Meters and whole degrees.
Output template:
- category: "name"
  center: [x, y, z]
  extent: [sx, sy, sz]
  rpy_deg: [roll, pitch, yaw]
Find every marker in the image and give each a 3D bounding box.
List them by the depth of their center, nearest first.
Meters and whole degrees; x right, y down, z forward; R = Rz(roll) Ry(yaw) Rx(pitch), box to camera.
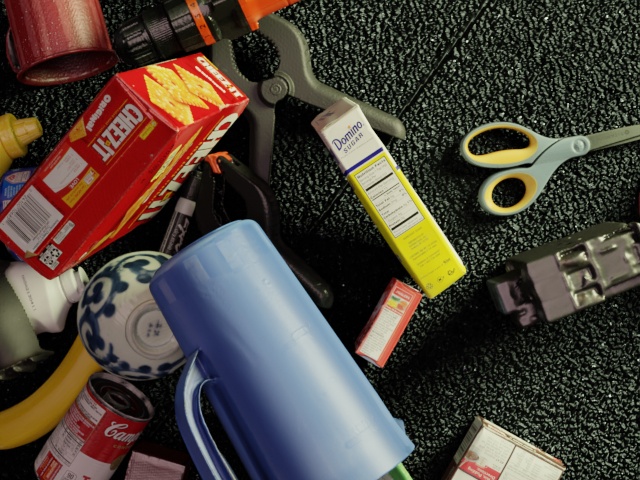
- category: "marker"
  center: [-0.135, -0.008, 0.996]
  extent: [0.020, 0.020, 0.121]
  rpy_deg: [21, 92, 1]

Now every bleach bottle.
- category: "bleach bottle"
  center: [-0.329, 0.091, 0.982]
  extent: [0.251, 0.068, 0.102]
  rpy_deg: [-22, 88, 0]

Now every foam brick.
- category: "foam brick"
  center: [-0.154, 0.232, 0.985]
  extent: [0.051, 0.053, 0.078]
  rpy_deg: [15, 90, 1]

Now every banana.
- category: "banana"
  center: [-0.256, 0.137, 0.993]
  extent: [0.198, 0.037, 0.069]
  rpy_deg: [-36, 92, 2]

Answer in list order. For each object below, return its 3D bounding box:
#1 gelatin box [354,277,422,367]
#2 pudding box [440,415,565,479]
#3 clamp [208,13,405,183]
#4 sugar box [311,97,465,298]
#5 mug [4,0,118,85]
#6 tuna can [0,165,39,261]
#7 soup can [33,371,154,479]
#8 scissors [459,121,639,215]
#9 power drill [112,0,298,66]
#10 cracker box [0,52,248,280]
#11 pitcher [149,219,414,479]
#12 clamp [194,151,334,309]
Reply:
- category: "gelatin box"
  center: [0.060, 0.071, 0.957]
  extent: [0.030, 0.089, 0.073]
  rpy_deg: [30, 91, 2]
- category: "pudding box"
  center: [0.159, 0.233, 0.983]
  extent: [0.090, 0.039, 0.113]
  rpy_deg: [29, 94, 1]
- category: "clamp"
  center: [-0.029, -0.138, 0.981]
  extent: [0.164, 0.036, 0.210]
  rpy_deg: [-25, 94, 0]
- category: "sugar box"
  center: [0.057, -0.039, 0.935]
  extent: [0.048, 0.093, 0.176]
  rpy_deg: [-36, 102, 3]
- category: "mug"
  center: [-0.245, -0.190, 0.968]
  extent: [0.117, 0.093, 0.081]
  rpy_deg: [-19, 85, 38]
- category: "tuna can"
  center: [-0.262, -0.024, 0.966]
  extent: [0.034, 0.086, 0.086]
  rpy_deg: [-7, 91, 3]
- category: "soup can"
  center: [-0.207, 0.180, 0.971]
  extent: [0.068, 0.068, 0.102]
  rpy_deg: [35, 100, 1]
- category: "scissors"
  center: [0.229, -0.068, 0.986]
  extent: [0.202, 0.016, 0.096]
  rpy_deg: [3, 93, 2]
- category: "power drill"
  center: [-0.110, -0.248, 0.931]
  extent: [0.184, 0.057, 0.188]
  rpy_deg: [-22, 61, 1]
- category: "cracker box"
  center: [-0.155, -0.067, 0.882]
  extent: [0.072, 0.213, 0.164]
  rpy_deg: [43, 107, -1]
- category: "pitcher"
  center: [-0.046, 0.112, 0.882]
  extent: [0.145, 0.149, 0.243]
  rpy_deg: [-33, 85, 6]
- category: "clamp"
  center: [-0.056, 0.001, 0.962]
  extent: [0.120, 0.039, 0.171]
  rpy_deg: [-10, 100, 13]
